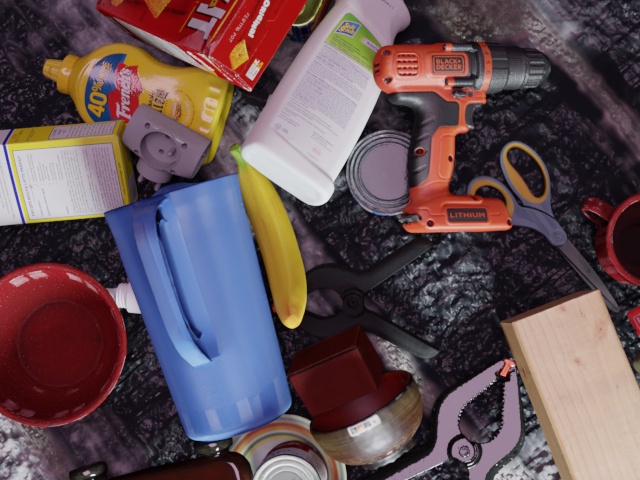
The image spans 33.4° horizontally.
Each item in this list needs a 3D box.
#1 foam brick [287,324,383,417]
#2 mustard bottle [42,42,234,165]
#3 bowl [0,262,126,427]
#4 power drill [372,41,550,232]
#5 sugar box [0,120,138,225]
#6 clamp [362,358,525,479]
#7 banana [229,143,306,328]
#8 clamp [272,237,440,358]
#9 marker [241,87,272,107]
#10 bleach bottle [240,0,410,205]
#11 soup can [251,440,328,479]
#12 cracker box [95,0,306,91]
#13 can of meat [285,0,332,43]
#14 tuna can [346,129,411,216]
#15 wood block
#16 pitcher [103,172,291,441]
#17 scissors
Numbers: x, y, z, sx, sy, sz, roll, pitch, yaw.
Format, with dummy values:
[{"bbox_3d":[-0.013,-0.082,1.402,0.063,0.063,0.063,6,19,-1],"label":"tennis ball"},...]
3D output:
[{"bbox_3d":[0.016,0.127,1.046,0.078,0.053,0.051,-25,105,17],"label":"foam brick"},{"bbox_3d":[-0.191,-0.149,1.088,0.191,0.058,0.096,18,103,4],"label":"mustard bottle"},{"bbox_3d":[-0.269,0.104,1.074,0.162,0.055,0.162,0,86,2],"label":"bowl"},{"bbox_3d":[0.144,-0.102,1.046,0.184,0.057,0.187,-2,88,-14],"label":"power drill"},{"bbox_3d":[-0.279,-0.067,1.075,0.176,0.048,0.093,-3,120,4],"label":"sugar box"},{"bbox_3d":[0.149,0.218,1.055,0.164,0.036,0.210,34,87,11],"label":"clamp"},{"bbox_3d":[-0.049,0.001,1.059,0.037,0.069,0.198,-29,69,21],"label":"banana"},{"bbox_3d":[0.040,0.051,1.073,0.171,0.039,0.120,6,86,3],"label":"clamp"},{"bbox_3d":[-0.024,-0.134,1.100,0.121,0.020,0.020,18,86,3],"label":"marker"},{"bbox_3d":[0.025,-0.164,1.065,0.102,0.068,0.250,34,73,-9],"label":"bleach bottle"},{"bbox_3d":[-0.028,0.229,1.009,0.068,0.102,0.068,0,86,3],"label":"soup can"},{"bbox_3d":[-0.106,-0.255,1.030,0.214,0.072,0.164,30,88,44],"label":"cracker box"},{"bbox_3d":[-0.016,-0.256,1.077,0.057,0.084,0.102,25,87,4],"label":"can of meat"},{"bbox_3d":[0.069,-0.067,1.084,0.086,0.034,0.086,0,86,2],"label":"tuna can"},{"bbox_3d":[0.257,0.160,1.030,0.090,0.091,0.206,-21,85,0],"label":"wood block"},{"bbox_3d":[-0.113,0.064,1.019,0.149,0.145,0.243,-19,93,-35],"label":"pitcher"},{"bbox_3d":[0.218,-0.003,1.082,0.096,0.016,0.202,-23,85,2],"label":"scissors"}]
